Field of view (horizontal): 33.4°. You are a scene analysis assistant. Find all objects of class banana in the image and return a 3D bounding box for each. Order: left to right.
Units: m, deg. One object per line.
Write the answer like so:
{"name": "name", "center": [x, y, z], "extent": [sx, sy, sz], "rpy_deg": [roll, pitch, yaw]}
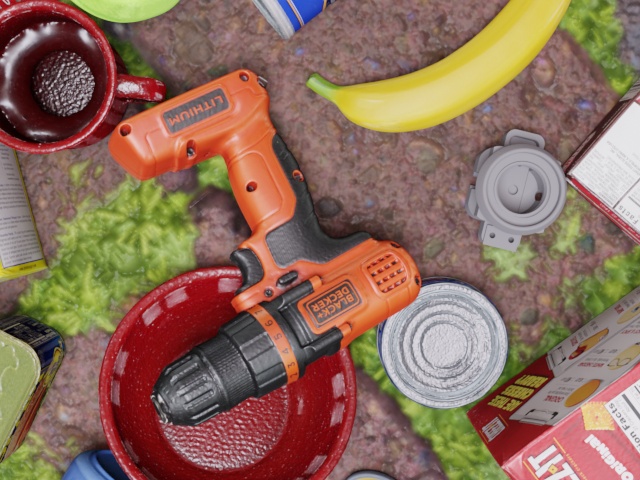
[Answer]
{"name": "banana", "center": [0.092, -0.121, 0.698], "extent": [0.198, 0.037, 0.069], "rpy_deg": [-27, 94, 2]}

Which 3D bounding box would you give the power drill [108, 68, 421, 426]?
{"name": "power drill", "center": [-0.054, 0.001, 0.660], "extent": [0.184, 0.057, 0.188], "rpy_deg": [-28, 81, -21]}

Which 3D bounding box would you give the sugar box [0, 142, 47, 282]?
{"name": "sugar box", "center": [-0.228, -0.058, 0.677], "extent": [0.048, 0.093, 0.176], "rpy_deg": [-17, 92, 3]}

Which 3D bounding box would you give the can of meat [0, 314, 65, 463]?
{"name": "can of meat", "center": [-0.212, 0.100, 0.688], "extent": [0.057, 0.084, 0.102], "rpy_deg": [27, 92, -1]}

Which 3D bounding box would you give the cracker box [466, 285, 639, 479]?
{"name": "cracker box", "center": [0.201, 0.081, 0.643], "extent": [0.214, 0.164, 0.072], "rpy_deg": [-37, 90, 2]}

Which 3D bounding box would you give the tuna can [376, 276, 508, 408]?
{"name": "tuna can", "center": [0.081, 0.068, 0.708], "extent": [0.086, 0.034, 0.086], "rpy_deg": [0, 93, 1]}

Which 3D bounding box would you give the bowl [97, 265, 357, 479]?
{"name": "bowl", "center": [-0.060, 0.100, 0.686], "extent": [0.162, 0.055, 0.162], "rpy_deg": [3, 71, -9]}

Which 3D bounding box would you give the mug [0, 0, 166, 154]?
{"name": "mug", "center": [-0.156, -0.100, 0.679], "extent": [0.117, 0.081, 0.093], "rpy_deg": [2, 93, 1]}
